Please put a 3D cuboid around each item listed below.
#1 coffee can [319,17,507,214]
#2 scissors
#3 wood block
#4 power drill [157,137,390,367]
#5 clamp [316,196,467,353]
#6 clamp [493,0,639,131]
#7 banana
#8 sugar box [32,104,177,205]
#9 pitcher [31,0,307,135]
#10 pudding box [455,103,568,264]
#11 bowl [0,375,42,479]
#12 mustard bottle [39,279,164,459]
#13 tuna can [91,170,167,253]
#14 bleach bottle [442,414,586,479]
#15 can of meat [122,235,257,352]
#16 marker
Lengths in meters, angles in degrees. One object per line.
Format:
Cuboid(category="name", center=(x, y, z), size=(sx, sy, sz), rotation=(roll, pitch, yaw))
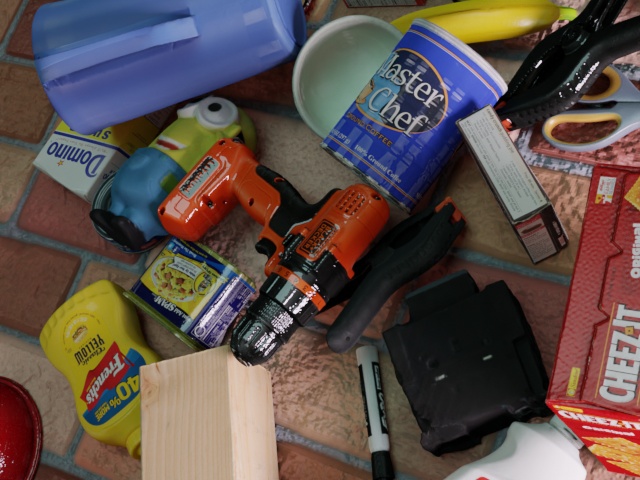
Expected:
Cuboid(category="coffee can", center=(0.081, -0.109, 0.939), size=(0.103, 0.102, 0.140), rotation=(39, 93, 33))
Cuboid(category="scissors", center=(0.289, -0.124, 0.913), size=(0.202, 0.016, 0.096), rotation=(-10, 64, 21))
Cuboid(category="wood block", center=(-0.091, 0.206, 0.900), size=(0.091, 0.090, 0.206), rotation=(-16, 62, 18))
Cuboid(category="power drill", center=(-0.056, 0.001, 0.933), size=(0.188, 0.057, 0.184), rotation=(32, 75, 34))
Cuboid(category="clamp", center=(0.056, 0.030, 0.915), size=(0.171, 0.039, 0.120), rotation=(-39, 26, 6))
Cuboid(category="clamp", center=(0.230, -0.163, 0.902), size=(0.210, 0.036, 0.164), rotation=(-45, 25, 21))
Cuboid(category="banana", center=(0.133, -0.197, 0.990), size=(0.198, 0.069, 0.037), rotation=(-2, 81, 23))
Cuboid(category="sugar box", center=(-0.220, -0.128, 1.135), size=(0.093, 0.048, 0.176), rotation=(30, 81, 32))
Cuboid(category="pitcher", center=(-0.144, -0.191, 1.011), size=(0.243, 0.145, 0.149), rotation=(-14, 53, 16))
Cuboid(category="pudding box", center=(0.161, -0.047, 0.895), size=(0.039, 0.090, 0.113), rotation=(-31, 59, 9))
Cuboid(category="bowl", center=(-0.355, 0.204, 1.045), size=(0.162, 0.055, 0.162), rotation=(-10, 64, 21))
Cuboid(category="mustard bottle", center=(-0.189, 0.133, 0.997), size=(0.096, 0.058, 0.192), rotation=(-40, 58, 6))
Cuboid(category="tuna can", center=(-0.190, -0.032, 1.085), size=(0.086, 0.033, 0.086), rotation=(-10, 64, 21))
Cuboid(category="bleach bottle", center=(0.108, 0.222, 0.815), size=(0.103, 0.068, 0.251), rotation=(42, 87, 25))
Cuboid(category="can of meat", center=(-0.121, 0.048, 1.004), size=(0.102, 0.057, 0.084), rotation=(33, 82, 32))
Cuboid(category="marker", center=(0.046, 0.148, 0.903), size=(0.020, 0.020, 0.121), rotation=(-16, 62, 18))
